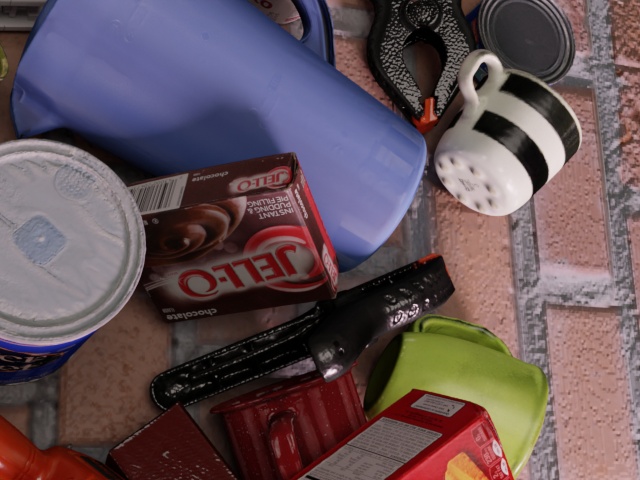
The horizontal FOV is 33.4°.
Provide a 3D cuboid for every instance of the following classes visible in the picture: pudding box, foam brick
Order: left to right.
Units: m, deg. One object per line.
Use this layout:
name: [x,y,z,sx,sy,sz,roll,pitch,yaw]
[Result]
foam brick: [-0.081,0.142,0.610,0.051,0.053,0.078,-33,76,-28]
pudding box: [-0.054,0.001,0.621,0.114,0.090,0.039,-8,42,17]

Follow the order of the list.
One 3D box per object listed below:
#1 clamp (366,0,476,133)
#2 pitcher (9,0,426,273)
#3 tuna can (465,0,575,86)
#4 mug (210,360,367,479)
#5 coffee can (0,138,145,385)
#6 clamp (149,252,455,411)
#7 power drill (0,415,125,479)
clamp: [0.081,-0.166,0.775,0.120,0.039,0.171,-13,82,3]
pitcher: [-0.053,-0.092,0.659,0.242,0.149,0.145,32,33,-15]
tuna can: [0.150,-0.151,0.814,0.086,0.034,0.086,7,72,-21]
mug: [-0.010,0.124,0.623,0.093,0.117,0.081,-18,87,1]
coffee can: [-0.160,0.017,0.574,0.102,0.140,0.103,7,72,-21]
clamp: [0.018,0.049,0.644,0.209,0.165,0.036,-22,93,-36]
power drill: [-0.168,0.095,0.518,0.057,0.185,0.187,-52,121,-17]
